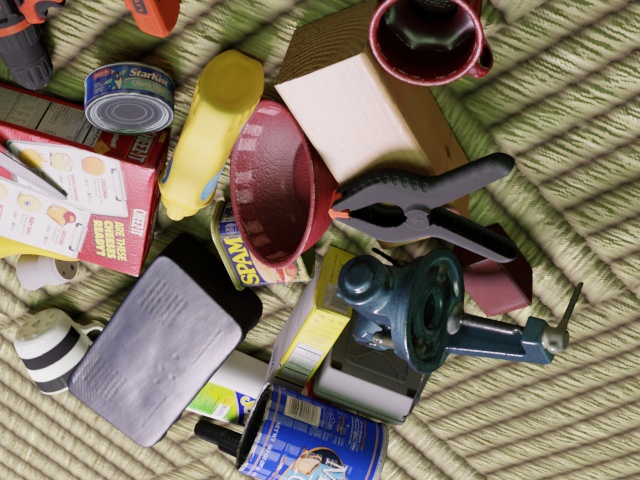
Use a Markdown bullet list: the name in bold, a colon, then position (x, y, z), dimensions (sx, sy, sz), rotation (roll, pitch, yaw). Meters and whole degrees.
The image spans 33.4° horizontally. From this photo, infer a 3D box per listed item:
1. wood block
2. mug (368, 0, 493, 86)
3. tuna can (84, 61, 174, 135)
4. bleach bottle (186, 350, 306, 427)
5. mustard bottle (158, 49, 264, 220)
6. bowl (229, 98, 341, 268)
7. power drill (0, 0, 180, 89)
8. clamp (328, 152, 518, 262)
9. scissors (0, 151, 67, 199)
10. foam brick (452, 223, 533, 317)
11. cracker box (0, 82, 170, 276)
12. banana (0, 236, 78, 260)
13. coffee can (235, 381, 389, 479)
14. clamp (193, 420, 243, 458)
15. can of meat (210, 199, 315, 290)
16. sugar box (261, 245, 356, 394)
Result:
- **wood block**: position (0.055, -0.101, 0.971), dimensions (0.090, 0.090, 0.206), rotation (-16, 127, 27)
- **mug**: position (0.101, -0.182, 0.887), dimensions (0.117, 0.081, 0.093), rotation (35, 132, -19)
- **tuna can**: position (-0.182, -0.134, 1.016), dimensions (0.086, 0.034, 0.086), rotation (-3, 158, -1)
- **bleach bottle**: position (-0.057, 0.196, 1.310), dimensions (0.250, 0.068, 0.103), rotation (21, 135, -9)
- **mustard bottle**: position (-0.113, -0.086, 1.025), dimensions (0.058, 0.096, 0.192), rotation (25, 135, -6)
- **bowl**: position (-0.027, -0.055, 1.022), dimensions (0.055, 0.162, 0.162), rotation (-6, 145, -31)
- **power drill**: position (-0.226, -0.216, 0.956), dimensions (0.188, 0.057, 0.184), rotation (-2, 136, 15)
- **clamp**: position (0.096, -0.023, 0.946), dimensions (0.172, 0.039, 0.120), rotation (-2, 128, 23)
- **scissors**: position (-0.343, -0.084, 1.021), dimensions (0.096, 0.016, 0.201), rotation (-29, 127, 13)
- **foam brick**: position (0.177, 0.031, 1.095), dimensions (0.051, 0.053, 0.078), rotation (-22, 123, 31)
- **cracker box**: position (-0.273, -0.066, 1.104), dimensions (0.213, 0.072, 0.164), rotation (16, 136, -2)
- **banana**: position (-0.349, 0.012, 1.205), dimensions (0.198, 0.069, 0.037), rotation (-16, 164, 21)
- **coffee can**: position (-0.009, 0.226, 1.166), dimensions (0.140, 0.102, 0.103), rotation (21, 135, -9)
- **clamp**: position (-0.091, 0.256, 1.329), dimensions (0.164, 0.036, 0.210), rotation (14, 171, 5)
- **can of meat**: position (-0.057, 0.001, 1.125), dimensions (0.084, 0.057, 0.102), rotation (-6, 132, 17)
- **sugar box**: position (-0.010, 0.097, 1.179), dimensions (0.048, 0.093, 0.176), rotation (20, 136, -6)
